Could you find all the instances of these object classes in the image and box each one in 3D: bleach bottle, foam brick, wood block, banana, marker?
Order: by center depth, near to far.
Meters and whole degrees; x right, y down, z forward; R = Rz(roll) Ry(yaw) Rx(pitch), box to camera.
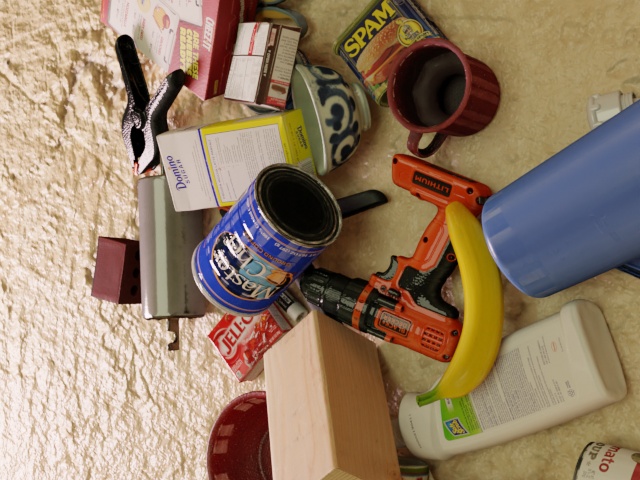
[{"bbox_3d":[0.139,0.063,0.998,0.069,0.037,0.198,11,80,-5],"label":"banana"},{"bbox_3d":[0.162,0.146,1.033,0.251,0.067,0.102,-27,69,34],"label":"bleach bottle"},{"bbox_3d":[0.009,0.182,1.062,0.090,0.090,0.206,-43,32,26],"label":"wood block"},{"bbox_3d":[-0.059,0.048,1.218,0.121,0.020,0.020,44,112,28],"label":"marker"},{"bbox_3d":[-0.246,0.037,1.330,0.051,0.052,0.078,10,95,35],"label":"foam brick"}]

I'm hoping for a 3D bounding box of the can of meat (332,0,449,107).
[{"bbox_3d":[0.076,-0.201,1.114,0.102,0.057,0.084,-45,66,24],"label":"can of meat"}]

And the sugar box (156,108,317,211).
[{"bbox_3d":[-0.093,-0.087,1.178,0.177,0.048,0.093,-3,106,35],"label":"sugar box"}]

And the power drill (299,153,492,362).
[{"bbox_3d":[0.082,0.011,1.085,0.185,0.057,0.188,22,103,19],"label":"power drill"}]

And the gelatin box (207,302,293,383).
[{"bbox_3d":[-0.081,0.107,1.223,0.089,0.030,0.073,-49,62,23],"label":"gelatin box"}]

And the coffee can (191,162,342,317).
[{"bbox_3d":[-0.057,0.001,1.108,0.141,0.102,0.103,-46,63,41],"label":"coffee can"}]

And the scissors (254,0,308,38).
[{"bbox_3d":[-0.095,-0.282,1.242,0.202,0.016,0.096,23,132,33],"label":"scissors"}]

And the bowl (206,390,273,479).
[{"bbox_3d":[-0.049,0.245,1.178,0.162,0.055,0.162,-2,86,35],"label":"bowl"}]

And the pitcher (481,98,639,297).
[{"bbox_3d":[0.272,-0.035,0.934,0.243,0.144,0.149,-32,58,34],"label":"pitcher"}]

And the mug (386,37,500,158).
[{"bbox_3d":[0.122,-0.136,1.062,0.093,0.081,0.117,27,103,33],"label":"mug"}]

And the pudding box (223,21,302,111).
[{"bbox_3d":[-0.064,-0.189,1.151,0.114,0.039,0.090,-154,74,-67],"label":"pudding box"}]

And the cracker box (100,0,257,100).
[{"bbox_3d":[-0.168,-0.289,1.250,0.214,0.071,0.164,38,134,29],"label":"cracker box"}]

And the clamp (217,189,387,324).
[{"bbox_3d":[-0.031,0.005,1.190,0.210,0.036,0.164,16,97,33],"label":"clamp"}]

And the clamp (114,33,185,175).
[{"bbox_3d":[-0.203,-0.153,1.281,0.120,0.039,0.171,32,132,43],"label":"clamp"}]
